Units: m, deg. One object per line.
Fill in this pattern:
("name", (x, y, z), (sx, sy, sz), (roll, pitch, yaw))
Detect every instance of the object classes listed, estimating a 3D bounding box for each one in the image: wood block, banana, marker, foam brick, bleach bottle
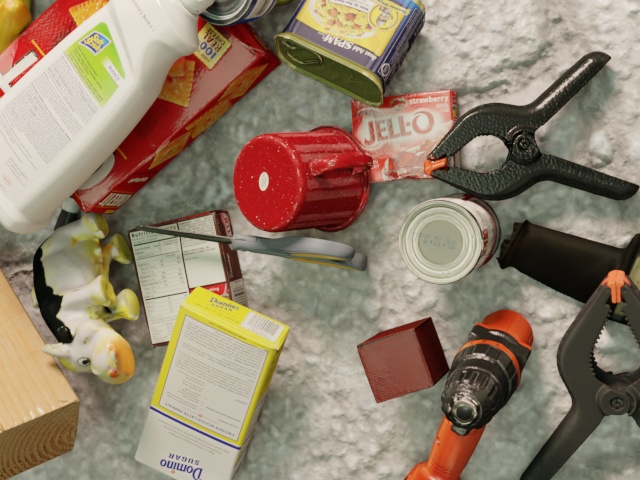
("wood block", (-0.306, 0.105, 0.964), (0.206, 0.090, 0.090), (52, 145, 26))
("banana", (-0.312, -0.168, 0.989), (0.198, 0.069, 0.037), (-33, 97, 36))
("marker", (-0.227, -0.058, 1.008), (0.020, 0.020, 0.121), (23, 101, 14))
("foam brick", (0.071, 0.099, 0.897), (0.053, 0.078, 0.051), (-19, 87, 18))
("bleach bottle", (-0.180, -0.118, 0.866), (0.251, 0.068, 0.102), (-38, 84, 17))

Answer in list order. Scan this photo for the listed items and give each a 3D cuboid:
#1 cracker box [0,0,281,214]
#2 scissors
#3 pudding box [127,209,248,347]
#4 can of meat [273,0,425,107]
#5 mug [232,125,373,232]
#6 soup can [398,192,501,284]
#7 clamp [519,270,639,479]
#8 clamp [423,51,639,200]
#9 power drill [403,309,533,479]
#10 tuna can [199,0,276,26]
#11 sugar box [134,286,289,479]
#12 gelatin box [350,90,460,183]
("cracker box", (-0.169, -0.152, 0.943), (0.214, 0.072, 0.164), (-40, 83, 9))
("scissors", (-0.056, 0.001, 0.901), (0.201, 0.096, 0.016), (10, 82, -8))
("pudding box", (-0.120, 0.035, 0.973), (0.090, 0.039, 0.113), (-11, 90, 18))
("can of meat", (0.026, -0.173, 0.886), (0.102, 0.057, 0.084), (27, 77, 13))
("mug", (-0.010, -0.052, 0.887), (0.117, 0.081, 0.093), (-13, 86, 41))
("soup can", (0.106, -0.003, 0.864), (0.069, 0.102, 0.068), (2, 95, 17))
("clamp", (0.229, 0.128, 0.857), (0.165, 0.036, 0.210), (-8, 106, 18))
("clamp", (0.167, -0.087, 0.861), (0.171, 0.039, 0.120), (-4, 86, 1))
("power drill", (0.108, 0.157, 0.846), (0.057, 0.184, 0.188), (27, 112, 14))
("tuna can", (-0.073, -0.215, 0.850), (0.086, 0.033, 0.086), (15, 116, 34))
("sugar box", (-0.098, 0.138, 0.947), (0.093, 0.048, 0.176), (24, 119, 7))
("gelatin box", (0.072, -0.087, 0.905), (0.089, 0.030, 0.073), (-2, 94, 17))
